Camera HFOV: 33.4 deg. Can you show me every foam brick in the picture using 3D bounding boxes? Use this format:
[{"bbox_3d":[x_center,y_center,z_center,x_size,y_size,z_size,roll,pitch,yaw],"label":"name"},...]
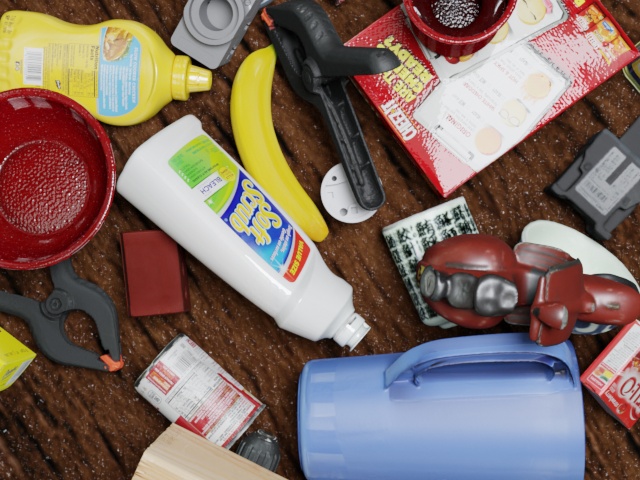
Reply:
[{"bbox_3d":[-0.150,0.029,0.976,0.051,0.053,0.078,-6,90,2],"label":"foam brick"}]

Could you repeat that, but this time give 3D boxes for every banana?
[{"bbox_3d":[-0.044,-0.091,0.982,0.069,0.037,0.198,-11,89,2],"label":"banana"}]

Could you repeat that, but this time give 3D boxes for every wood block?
[{"bbox_3d":[-0.061,0.247,0.890,0.206,0.090,0.091,26,99,5],"label":"wood block"}]

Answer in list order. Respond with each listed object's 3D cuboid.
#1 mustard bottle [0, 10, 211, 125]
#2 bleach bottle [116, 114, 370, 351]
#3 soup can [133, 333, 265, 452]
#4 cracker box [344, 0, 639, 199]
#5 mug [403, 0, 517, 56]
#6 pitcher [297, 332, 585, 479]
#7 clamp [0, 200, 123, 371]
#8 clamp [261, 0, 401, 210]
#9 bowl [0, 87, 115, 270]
[{"bbox_3d":[-0.195,-0.154,0.976,0.191,0.058,0.096,5,99,2],"label":"mustard bottle"},{"bbox_3d":[-0.056,0.001,0.942,0.251,0.102,0.068,40,129,5],"label":"bleach bottle"},{"bbox_3d":[-0.109,0.141,0.965,0.102,0.068,0.068,41,90,2],"label":"soup can"},{"bbox_3d":[0.147,-0.163,0.960,0.214,0.072,0.164,-36,86,2],"label":"cracker box"},{"bbox_3d":[0.125,-0.205,0.885,0.117,0.081,0.093,-27,86,3],"label":"mug"},{"bbox_3d":[0.104,0.148,0.925,0.243,0.145,0.149,-2,92,4],"label":"pitcher"},{"bbox_3d":[-0.253,0.062,0.985,0.120,0.039,0.171,-35,84,2],"label":"clamp"},{"bbox_3d":[0.008,-0.148,0.911,0.036,0.165,0.210,-19,58,-20],"label":"clamp"},{"bbox_3d":[-0.256,-0.052,0.953,0.162,0.055,0.162,0,84,3],"label":"bowl"}]
